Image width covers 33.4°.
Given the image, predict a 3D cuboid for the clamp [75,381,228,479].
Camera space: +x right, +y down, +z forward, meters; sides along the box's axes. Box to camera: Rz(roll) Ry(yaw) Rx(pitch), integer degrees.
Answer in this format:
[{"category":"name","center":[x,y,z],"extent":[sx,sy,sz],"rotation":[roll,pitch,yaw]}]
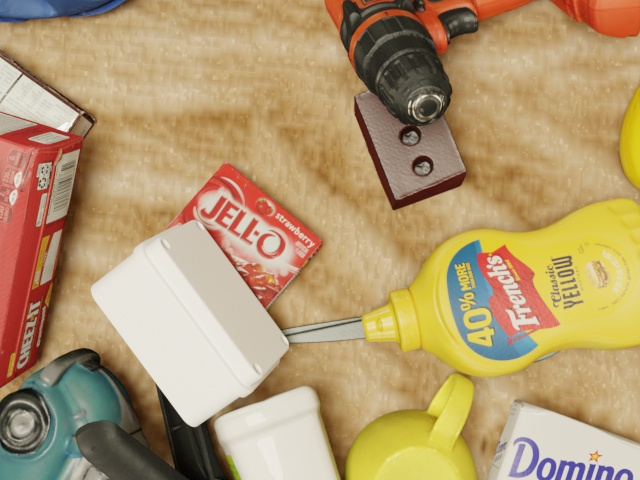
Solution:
[{"category":"clamp","center":[-0.076,0.163,0.684],"extent":[0.036,0.164,0.210],"rotation":[-24,107,14]}]

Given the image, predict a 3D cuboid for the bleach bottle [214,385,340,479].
[{"category":"bleach bottle","center":[0.005,0.220,0.671],"extent":[0.068,0.102,0.251],"rotation":[-19,83,-8]}]

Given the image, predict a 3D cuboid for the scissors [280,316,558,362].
[{"category":"scissors","center":[0.071,0.037,0.733],"extent":[0.202,0.016,0.096],"rotation":[8,83,2]}]

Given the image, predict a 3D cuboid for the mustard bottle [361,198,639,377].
[{"category":"mustard bottle","center":[0.122,0.037,0.693],"extent":[0.191,0.058,0.096],"rotation":[-12,80,-1]}]

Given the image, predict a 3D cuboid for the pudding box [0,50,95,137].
[{"category":"pudding box","center":[-0.226,-0.067,0.740],"extent":[0.090,0.039,0.113],"rotation":[36,89,2]}]

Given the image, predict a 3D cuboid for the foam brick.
[{"category":"foam brick","center":[0.060,-0.067,0.726],"extent":[0.053,0.051,0.078],"rotation":[-22,84,-1]}]

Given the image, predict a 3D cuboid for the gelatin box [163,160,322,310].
[{"category":"gelatin box","center":[-0.055,0.001,0.732],"extent":[0.089,0.030,0.073],"rotation":[41,87,5]}]

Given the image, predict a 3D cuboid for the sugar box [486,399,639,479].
[{"category":"sugar box","center":[0.144,0.203,0.699],"extent":[0.093,0.048,0.176],"rotation":[19,86,3]}]

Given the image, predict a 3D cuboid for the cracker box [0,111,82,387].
[{"category":"cracker box","center":[-0.277,-0.016,0.687],"extent":[0.214,0.072,0.164],"rotation":[17,105,8]}]

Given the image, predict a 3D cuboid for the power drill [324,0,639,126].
[{"category":"power drill","center":[0.106,-0.145,0.687],"extent":[0.187,0.057,0.184],"rotation":[-14,39,-6]}]
